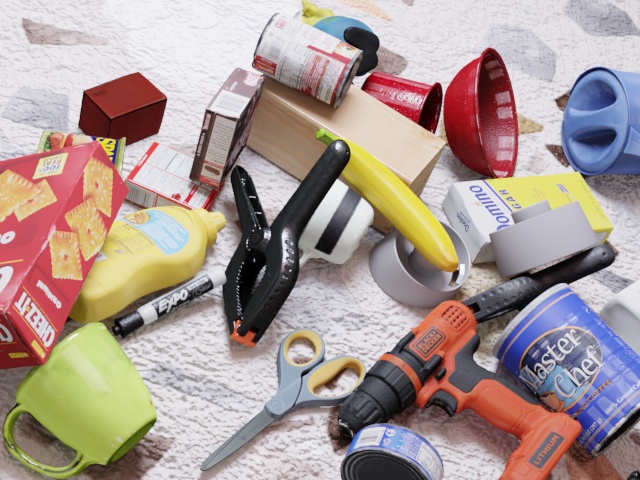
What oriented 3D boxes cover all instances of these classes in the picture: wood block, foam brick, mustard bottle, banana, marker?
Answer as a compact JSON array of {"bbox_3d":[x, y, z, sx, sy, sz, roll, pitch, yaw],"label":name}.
[{"bbox_3d":[0.021,-0.111,1.191,0.206,0.090,0.090,33,46,11],"label":"wood block"},{"bbox_3d":[-0.215,-0.140,1.159,0.078,0.051,0.053,-28,62,-37],"label":"foam brick"},{"bbox_3d":[-0.170,0.011,1.027,0.191,0.058,0.096,-26,43,-37],"label":"mustard bottle"},{"bbox_3d":[0.071,-0.040,1.090,0.198,0.037,0.069,44,24,11],"label":"banana"},{"bbox_3d":[-0.144,0.058,1.011,0.120,0.020,0.020,-28,63,-28],"label":"marker"}]

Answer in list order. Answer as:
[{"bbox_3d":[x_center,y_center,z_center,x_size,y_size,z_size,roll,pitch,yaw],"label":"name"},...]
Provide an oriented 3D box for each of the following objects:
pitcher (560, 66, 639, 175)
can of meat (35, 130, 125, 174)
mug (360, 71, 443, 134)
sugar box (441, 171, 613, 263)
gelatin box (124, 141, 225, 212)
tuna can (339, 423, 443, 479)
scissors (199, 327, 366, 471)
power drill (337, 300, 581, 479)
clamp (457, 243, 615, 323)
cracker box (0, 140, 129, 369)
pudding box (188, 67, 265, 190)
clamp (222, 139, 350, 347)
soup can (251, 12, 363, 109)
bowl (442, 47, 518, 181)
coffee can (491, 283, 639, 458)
[{"bbox_3d":[0.441,-0.139,1.343,0.242,0.145,0.149,1,69,-23],"label":"pitcher"},{"bbox_3d":[-0.241,-0.068,1.066,0.084,0.057,0.102,7,27,-10],"label":"can of meat"},{"bbox_3d":[0.093,-0.149,1.256,0.082,0.093,0.117,18,5,19],"label":"mug"},{"bbox_3d":[0.237,-0.028,1.223,0.176,0.048,0.093,-5,51,-25],"label":"sugar box"},{"bbox_3d":[-0.153,-0.058,1.120,0.089,0.030,0.073,24,44,2],"label":"gelatin box"},{"bbox_3d":[0.062,0.198,0.920,0.086,0.086,0.033,26,44,5],"label":"tuna can"},{"bbox_3d":[-0.047,0.138,0.985,0.201,0.016,0.096,-18,56,-33],"label":"scissors"},{"bbox_3d":[0.132,0.163,0.993,0.188,0.057,0.184,40,59,15],"label":"power drill"},{"bbox_3d":[0.220,0.048,1.102,0.171,0.120,0.039,-19,71,-28],"label":"clamp"},{"bbox_3d":[-0.280,0.013,0.924,0.164,0.072,0.213,-8,40,23],"label":"cracker box"},{"bbox_3d":[-0.097,-0.119,1.116,0.039,0.090,0.113,20,33,3],"label":"pudding box"},{"bbox_3d":[-0.057,0.001,1.050,0.036,0.165,0.210,30,70,-37],"label":"clamp"},{"bbox_3d":[-0.015,-0.193,1.141,0.102,0.069,0.068,26,45,5],"label":"soup can"},{"bbox_3d":[0.187,-0.145,1.267,0.055,0.162,0.162,-5,38,27],"label":"bowl"},{"bbox_3d":[0.253,0.126,1.045,0.102,0.103,0.140,-25,61,-36],"label":"coffee can"}]
